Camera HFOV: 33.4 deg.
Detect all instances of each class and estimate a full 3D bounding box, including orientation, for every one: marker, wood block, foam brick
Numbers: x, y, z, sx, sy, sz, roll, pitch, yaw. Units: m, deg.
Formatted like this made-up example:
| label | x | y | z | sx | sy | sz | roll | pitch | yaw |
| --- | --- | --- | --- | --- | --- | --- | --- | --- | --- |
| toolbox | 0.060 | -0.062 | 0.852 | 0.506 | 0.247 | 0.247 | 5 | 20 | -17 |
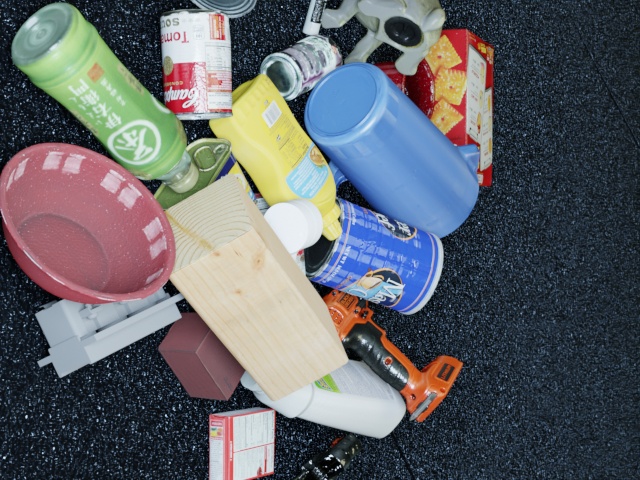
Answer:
| label | x | y | z | sx | sy | sz | roll | pitch | yaw |
| --- | --- | --- | --- | --- | --- | --- | --- | --- | --- |
| marker | 0.003 | -0.300 | 1.249 | 0.020 | 0.020 | 0.121 | -18 | 130 | -57 |
| wood block | -0.064 | 0.050 | 1.024 | 0.206 | 0.090 | 0.091 | 56 | 8 | -40 |
| foam brick | -0.118 | 0.117 | 1.079 | 0.053 | 0.051 | 0.078 | -59 | 137 | -37 |

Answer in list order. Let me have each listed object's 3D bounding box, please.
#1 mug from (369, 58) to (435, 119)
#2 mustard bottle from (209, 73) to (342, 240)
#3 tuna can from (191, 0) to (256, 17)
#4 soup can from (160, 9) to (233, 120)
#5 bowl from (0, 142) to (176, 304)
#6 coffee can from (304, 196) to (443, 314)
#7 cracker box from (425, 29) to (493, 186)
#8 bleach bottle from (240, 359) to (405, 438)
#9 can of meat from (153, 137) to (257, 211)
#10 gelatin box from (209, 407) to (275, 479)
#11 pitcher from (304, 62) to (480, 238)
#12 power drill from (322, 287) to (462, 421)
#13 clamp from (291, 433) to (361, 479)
| label | x | y | z | sx | sy | sz | roll | pitch | yaw |
| --- | --- | --- | --- | --- | --- | --- | --- | --- | --- |
| mug | 0.095 | -0.179 | 1.385 | 0.093 | 0.082 | 0.117 | -42 | 125 | -50 |
| mustard bottle | -0.036 | -0.078 | 1.147 | 0.191 | 0.058 | 0.096 | 54 | 38 | -18 |
| tuna can | -0.098 | -0.267 | 1.067 | 0.086 | 0.086 | 0.033 | 58 | 43 | -41 |
| soup can | -0.122 | -0.171 | 1.048 | 0.068 | 0.069 | 0.102 | -9 | 98 | -58 |
| bowl | -0.203 | -0.003 | 0.892 | 0.162 | 0.055 | 0.162 | 28 | 38 | -25 |
| coffee can | 0.059 | 0.018 | 1.257 | 0.140 | 0.103 | 0.103 | 20 | 71 | -23 |
| cracker box | 0.199 | -0.186 | 1.546 | 0.164 | 0.072 | 0.214 | -4 | 95 | -68 |
| bleach bottle | -0.005 | 0.169 | 1.238 | 0.068 | 0.103 | 0.250 | -52 | 141 | 13 |
| can of meat | -0.113 | -0.039 | 1.078 | 0.102 | 0.058 | 0.084 | -63 | 142 | -35 |
| gelatin box | -0.085 | 0.221 | 1.157 | 0.089 | 0.030 | 0.073 | 3 | 87 | -58 |
| pitcher | 0.075 | -0.098 | 1.265 | 0.242 | 0.145 | 0.149 | 40 | 63 | -50 |
| power drill | 0.080 | 0.121 | 1.295 | 0.057 | 0.187 | 0.184 | -55 | 175 | 31 |
| clamp | 0.003 | 0.261 | 1.220 | 0.036 | 0.165 | 0.209 | 52 | 26 | 7 |
